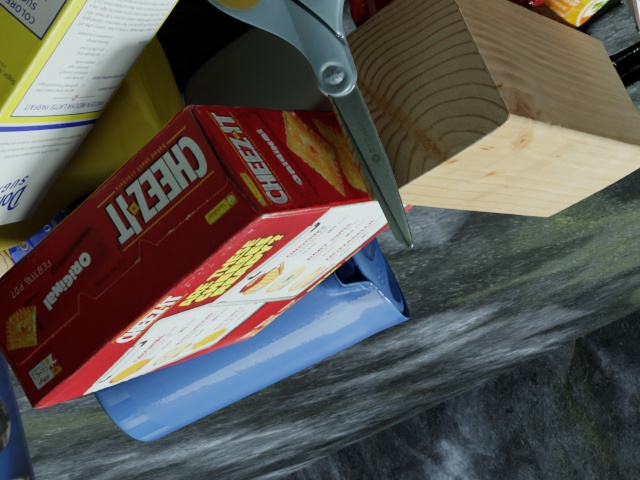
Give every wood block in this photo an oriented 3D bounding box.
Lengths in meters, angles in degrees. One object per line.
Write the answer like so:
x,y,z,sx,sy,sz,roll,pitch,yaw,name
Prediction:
0.104,-0.074,0.621,0.090,0.091,0.205,-32,161,32,wood block

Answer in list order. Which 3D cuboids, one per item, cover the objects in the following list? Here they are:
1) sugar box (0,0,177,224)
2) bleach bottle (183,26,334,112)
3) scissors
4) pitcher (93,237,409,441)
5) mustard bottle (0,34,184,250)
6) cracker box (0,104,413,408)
-0.119,-0.082,0.465,0.176,0.048,0.093,-49,173,17,sugar box
0.017,-0.084,0.739,0.103,0.068,0.250,-29,164,25,bleach bottle
-0.012,-0.087,0.524,0.096,0.202,0.016,-3,-159,16,scissors
-0.060,0.057,0.849,0.243,0.145,0.149,-29,142,10,pitcher
-0.167,-0.048,0.567,0.192,0.096,0.058,-26,166,18,mustard bottle
-0.054,0.001,0.583,0.164,0.072,0.213,-39,168,23,cracker box
